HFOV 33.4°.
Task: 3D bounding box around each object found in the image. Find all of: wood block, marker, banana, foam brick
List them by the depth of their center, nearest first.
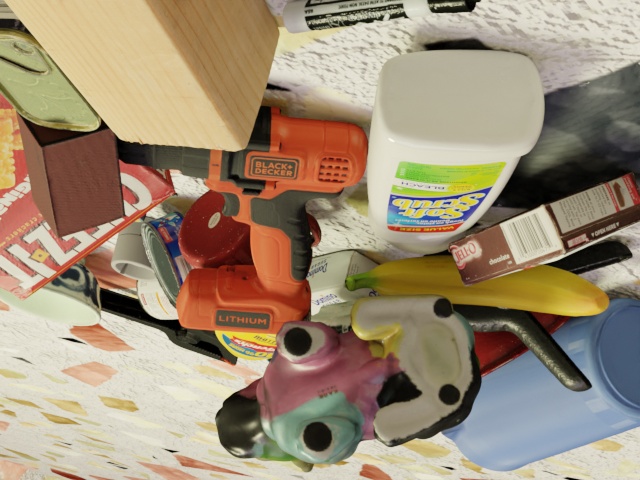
[{"bbox_3d":[-0.102,-0.139,0.577,0.091,0.090,0.206,7,157,19],"label":"wood block"},{"bbox_3d":[0.034,-0.133,0.606,0.121,0.020,0.020,0,154,31],"label":"marker"},{"bbox_3d":[-0.166,-0.051,0.716,0.051,0.053,0.078,-20,135,-24],"label":"foam brick"},{"bbox_3d":[0.122,0.037,0.820,0.198,0.069,0.037,2,111,20],"label":"banana"}]

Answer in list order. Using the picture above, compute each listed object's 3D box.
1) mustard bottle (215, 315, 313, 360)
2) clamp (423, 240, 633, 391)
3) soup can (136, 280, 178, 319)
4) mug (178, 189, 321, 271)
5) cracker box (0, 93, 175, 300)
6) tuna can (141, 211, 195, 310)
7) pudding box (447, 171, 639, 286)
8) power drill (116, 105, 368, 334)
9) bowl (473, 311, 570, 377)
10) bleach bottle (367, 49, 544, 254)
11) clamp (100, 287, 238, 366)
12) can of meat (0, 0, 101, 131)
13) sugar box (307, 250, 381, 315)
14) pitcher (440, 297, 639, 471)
[{"bbox_3d":[-0.062,0.091,1.150,0.096,0.058,0.192,15,159,-17],"label":"mustard bottle"},{"bbox_3d":[0.162,0.034,0.859,0.172,0.120,0.039,26,175,24],"label":"clamp"},{"bbox_3d":[-0.126,0.044,1.062,0.102,0.068,0.068,-7,151,42],"label":"soup can"},{"bbox_3d":[-0.056,0.001,0.899,0.117,0.093,0.081,-16,142,26],"label":"mug"},{"bbox_3d":[-0.235,-0.060,0.772,0.164,0.072,0.213,-33,139,14],"label":"cracker box"},{"bbox_3d":[-0.130,0.018,0.968,0.033,0.086,0.086,-23,167,-19],"label":"tuna can"},{"bbox_3d":[0.159,-0.007,0.754,0.089,0.039,0.114,-20,178,-32],"label":"pudding box"},{"bbox_3d":[-0.066,-0.015,0.788,0.184,0.057,0.188,5,131,-4],"label":"power drill"},{"bbox_3d":[0.137,0.080,0.944,0.055,0.161,0.162,60,151,2],"label":"bowl"},{"bbox_3d":[0.084,-0.043,0.738,0.102,0.068,0.251,2,161,3],"label":"bleach bottle"},{"bbox_3d":[-0.165,0.099,1.256,0.165,0.036,0.209,2,156,25],"label":"clamp"},{"bbox_3d":[-0.161,-0.128,0.645,0.057,0.084,0.102,6,157,18],"label":"can of meat"},{"bbox_3d":[0.059,0.068,1.042,0.176,0.048,0.094,33,149,-33],"label":"sugar box"},{"bbox_3d":[0.232,0.132,1.002,0.145,0.149,0.243,33,152,-10],"label":"pitcher"}]
